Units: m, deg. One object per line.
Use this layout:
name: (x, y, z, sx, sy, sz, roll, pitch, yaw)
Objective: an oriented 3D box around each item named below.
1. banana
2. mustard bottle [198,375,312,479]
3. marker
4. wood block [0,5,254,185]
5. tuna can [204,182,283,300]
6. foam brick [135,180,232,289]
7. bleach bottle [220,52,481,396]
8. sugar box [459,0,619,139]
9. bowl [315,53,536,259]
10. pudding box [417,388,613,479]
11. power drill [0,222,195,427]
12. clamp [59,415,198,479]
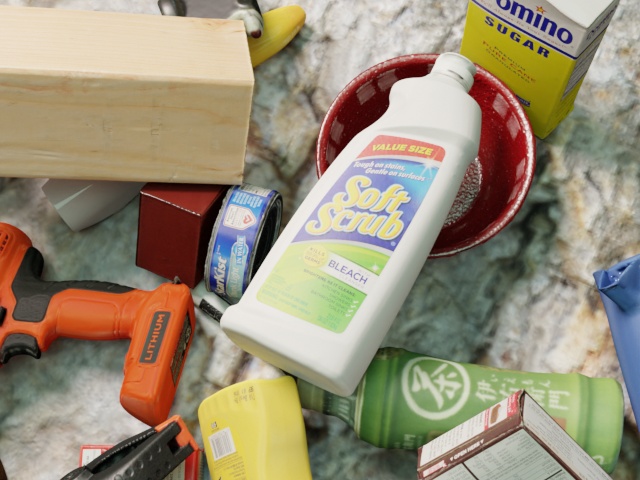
banana: (-0.109, -0.152, 0.859, 0.198, 0.037, 0.069, -4, 73, 4)
mustard bottle: (-0.033, 0.194, 0.719, 0.058, 0.096, 0.191, -1, 69, -34)
marker: (-0.051, 0.070, 0.796, 0.121, 0.020, 0.020, 37, 79, 14)
wood block: (-0.156, -0.101, 0.748, 0.206, 0.090, 0.091, 1, 38, -11)
tuna can: (-0.055, 0.001, 0.783, 0.034, 0.086, 0.086, 15, 75, 7)
foam brick: (-0.101, -0.014, 0.788, 0.051, 0.078, 0.053, 23, 43, 11)
bleach bottle: (0.035, -0.024, 0.738, 0.103, 0.068, 0.250, 24, 74, 17)
sugar box: (0.150, -0.147, 0.762, 0.093, 0.176, 0.048, 40, 80, 14)
bowl: (0.078, -0.057, 0.804, 0.162, 0.055, 0.162, -1, 73, 5)
pudding box: (0.132, 0.162, 0.698, 0.090, 0.039, 0.113, -37, 110, 26)
power drill: (-0.195, 0.079, 0.768, 0.187, 0.057, 0.184, 11, 58, 5)
clamp: (-0.165, 0.174, 0.715, 0.171, 0.120, 0.039, -30, 105, -23)
